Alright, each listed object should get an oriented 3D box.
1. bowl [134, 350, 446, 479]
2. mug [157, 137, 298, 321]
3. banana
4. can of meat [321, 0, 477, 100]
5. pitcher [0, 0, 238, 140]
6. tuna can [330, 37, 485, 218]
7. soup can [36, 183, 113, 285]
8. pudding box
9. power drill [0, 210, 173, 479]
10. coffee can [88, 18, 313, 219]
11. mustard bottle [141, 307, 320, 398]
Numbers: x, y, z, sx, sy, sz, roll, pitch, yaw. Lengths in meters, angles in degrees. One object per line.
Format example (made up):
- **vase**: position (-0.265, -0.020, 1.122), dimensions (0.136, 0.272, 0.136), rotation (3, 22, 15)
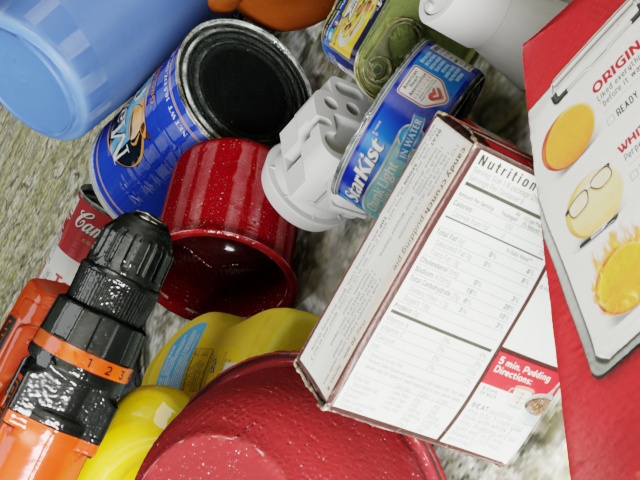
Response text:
- **bowl**: position (-0.028, 0.124, 0.430), dimensions (0.162, 0.055, 0.162), rotation (-6, 79, 33)
- **mug**: position (-0.054, 0.001, 0.646), dimensions (0.117, 0.093, 0.081), rotation (86, -171, -51)
- **banana**: position (-0.111, 0.130, 0.566), dimensions (0.198, 0.037, 0.069), rotation (-50, 28, 38)
- **can of meat**: position (0.048, -0.126, 0.572), dimensions (0.102, 0.057, 0.084), rotation (-61, 24, 11)
- **pitcher**: position (-0.147, -0.187, 0.797), dimensions (0.242, 0.145, 0.149), rotation (-50, 7, -32)
- **tuna can**: position (0.042, -0.050, 0.502), dimensions (0.086, 0.034, 0.086), rotation (-56, -7, -11)
- **soup can**: position (-0.196, 0.012, 0.916), dimensions (0.102, 0.068, 0.068), rotation (-61, 26, 13)
- **pudding box**: position (0.057, 0.021, 0.394), dimensions (0.113, 0.090, 0.039), rotation (-61, 26, 12)
- **power drill**: position (-0.148, 0.066, 0.596), dimensions (0.184, 0.057, 0.188), rotation (-63, 17, -6)
- **coffee can**: position (-0.083, -0.071, 0.726), dimensions (0.141, 0.102, 0.102), rotation (-33, 41, 49)
- **mustard bottle**: position (-0.056, 0.088, 0.593), dimensions (0.192, 0.058, 0.096), rotation (-8, 68, 61)
